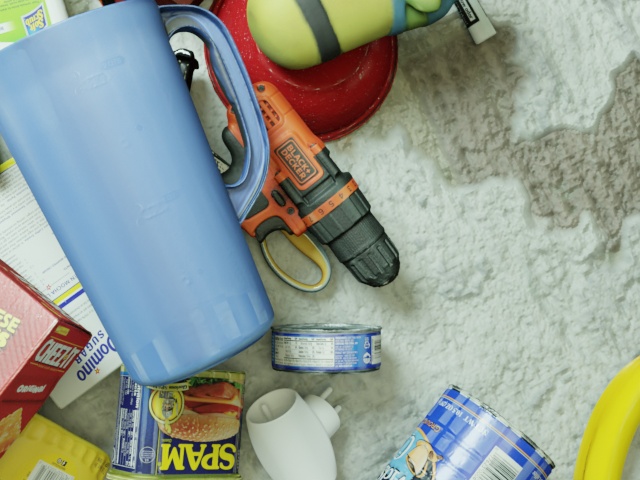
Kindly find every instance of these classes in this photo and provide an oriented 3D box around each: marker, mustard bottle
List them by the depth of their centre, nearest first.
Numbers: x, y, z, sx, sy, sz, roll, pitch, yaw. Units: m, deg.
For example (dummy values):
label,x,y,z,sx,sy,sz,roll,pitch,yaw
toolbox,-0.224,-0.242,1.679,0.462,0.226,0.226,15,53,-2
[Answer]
label,x,y,z,sx,sy,sz,roll,pitch,yaw
mustard bottle,-0.237,0.219,0.770,0.096,0.058,0.191,41,70,-37
marker,0.108,-0.220,0.884,0.020,0.020,0.121,-29,92,-9

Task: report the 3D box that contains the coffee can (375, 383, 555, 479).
label,x,y,z,sx,sy,sz,roll,pitch,yaw
coffee can,0.097,0.197,0.820,0.103,0.103,0.140,40,82,-5

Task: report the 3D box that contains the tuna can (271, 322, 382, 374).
label,x,y,z,sx,sy,sz,roll,pitch,yaw
tuna can,0.004,0.082,0.820,0.086,0.086,0.034,0,89,-9

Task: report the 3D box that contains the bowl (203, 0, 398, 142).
label,x,y,z,sx,sy,sz,roll,pitch,yaw
bowl,-0.011,-0.159,0.845,0.162,0.055,0.162,0,87,-9

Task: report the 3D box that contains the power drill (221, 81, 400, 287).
label,x,y,z,sx,sy,sz,roll,pitch,yaw
power drill,-0.055,0.001,0.815,0.187,0.057,0.184,-38,94,0

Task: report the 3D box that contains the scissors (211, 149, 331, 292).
label,x,y,z,sx,sy,sz,roll,pitch,yaw
scissors,-0.045,-0.051,0.851,0.096,0.016,0.202,-36,91,-3

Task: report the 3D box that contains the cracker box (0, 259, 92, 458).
label,x,y,z,sx,sy,sz,roll,pitch,yaw
cracker box,-0.285,0.097,0.718,0.164,0.072,0.213,36,85,17

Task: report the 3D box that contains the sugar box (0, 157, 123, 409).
label,x,y,z,sx,sy,sz,roll,pitch,yaw
sugar box,-0.211,0.030,0.811,0.093,0.048,0.176,-36,97,-8

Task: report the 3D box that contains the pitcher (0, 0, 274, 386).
label,x,y,z,sx,sy,sz,roll,pitch,yaw
pitcher,-0.116,-0.034,0.724,0.149,0.144,0.243,-21,97,28

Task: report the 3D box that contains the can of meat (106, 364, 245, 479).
label,x,y,z,sx,sy,sz,roll,pitch,yaw
can of meat,-0.105,0.137,0.801,0.101,0.058,0.084,10,81,-42
